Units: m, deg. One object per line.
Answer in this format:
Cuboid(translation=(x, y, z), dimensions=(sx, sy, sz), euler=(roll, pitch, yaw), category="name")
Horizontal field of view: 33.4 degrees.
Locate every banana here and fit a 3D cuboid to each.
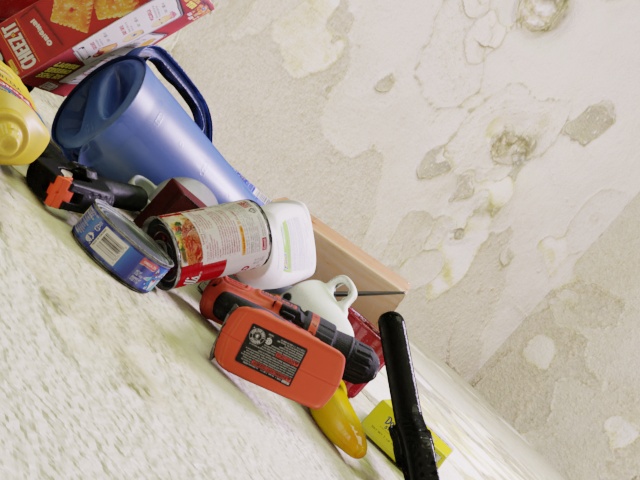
Cuboid(translation=(0.016, 0.159, 1.025), dimensions=(0.069, 0.037, 0.198), euler=(39, 2, -2), category="banana")

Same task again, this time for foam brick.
Cuboid(translation=(-0.145, -0.011, 1.033), dimensions=(0.051, 0.078, 0.053), euler=(42, 3, -29), category="foam brick")

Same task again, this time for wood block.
Cuboid(translation=(0.007, 0.039, 1.383), dimensions=(0.206, 0.090, 0.090), euler=(35, 10, 5), category="wood block")

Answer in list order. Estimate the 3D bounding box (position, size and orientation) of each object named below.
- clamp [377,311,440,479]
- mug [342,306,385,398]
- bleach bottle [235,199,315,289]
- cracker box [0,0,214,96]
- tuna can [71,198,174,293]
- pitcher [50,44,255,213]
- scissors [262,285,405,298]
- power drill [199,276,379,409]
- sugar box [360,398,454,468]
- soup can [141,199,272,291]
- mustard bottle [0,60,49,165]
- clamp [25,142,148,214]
Cuboid(translation=(0.082, 0.175, 0.959), dimensions=(0.210, 0.036, 0.164), euler=(-102, -178, -60), category="clamp")
Cuboid(translation=(0.029, 0.129, 1.291), dimensions=(0.117, 0.081, 0.093), euler=(44, 3, 41), category="mug")
Cuboid(translation=(-0.058, 0.001, 1.154), dimensions=(0.250, 0.068, 0.102), euler=(6, 74, -81), category="bleach bottle")
Cuboid(translation=(-0.236, -0.248, 1.184), dimensions=(0.072, 0.214, 0.164), euler=(61, 5, 1), category="cracker box")
Cuboid(translation=(-0.166, 0.006, 0.896), dimensions=(0.086, 0.034, 0.086), euler=(41, 2, -2), category="tuna can")
Cuboid(translation=(-0.178, -0.097, 1.236), dimensions=(0.242, 0.149, 0.145), euler=(47, 10, -39), category="pitcher")
Cuboid(translation=(0.002, 0.070, 1.307), dimensions=(0.202, 0.016, 0.096), euler=(2, -15, 3), category="scissors")
Cuboid(translation=(-0.024, 0.095, 0.948), dimensions=(0.184, 0.057, 0.187), euler=(24, 2, -5), category="power drill")
Cuboid(translation=(0.101, 0.221, 1.199), dimensions=(0.093, 0.048, 0.176), euler=(42, 3, 12), category="sugar box")
Cuboid(translation=(-0.104, 0.002, 0.974), dimensions=(0.102, 0.068, 0.069), euler=(-14, 42, -35), category="soup can")
Cuboid(translation=(-0.277, -0.109, 0.903), dimensions=(0.096, 0.058, 0.192), euler=(39, 3, -32), category="mustard bottle")
Cuboid(translation=(-0.211, -0.048, 0.965), dimensions=(0.120, 0.039, 0.171), euler=(19, 11, -13), category="clamp")
